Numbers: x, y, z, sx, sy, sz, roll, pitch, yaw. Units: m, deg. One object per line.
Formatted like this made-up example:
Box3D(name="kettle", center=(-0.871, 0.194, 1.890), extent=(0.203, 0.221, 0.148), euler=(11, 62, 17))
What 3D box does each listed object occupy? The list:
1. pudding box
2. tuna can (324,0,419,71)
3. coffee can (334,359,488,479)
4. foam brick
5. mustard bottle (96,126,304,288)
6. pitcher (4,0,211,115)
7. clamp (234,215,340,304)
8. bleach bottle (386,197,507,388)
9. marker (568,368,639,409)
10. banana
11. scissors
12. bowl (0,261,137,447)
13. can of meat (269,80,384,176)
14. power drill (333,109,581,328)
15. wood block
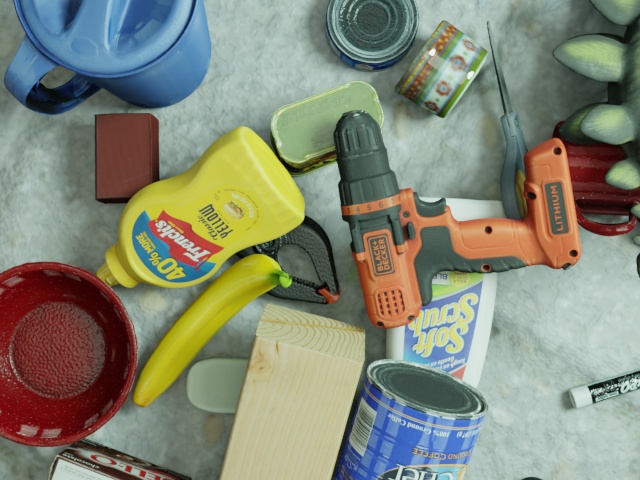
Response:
Box3D(name="pudding box", center=(-0.173, 0.213, 0.928), extent=(0.113, 0.090, 0.039), euler=(18, 88, 1))
Box3D(name="tuna can", center=(0.047, -0.199, 0.971), extent=(0.086, 0.034, 0.086), euler=(0, 88, 0))
Box3D(name="coffee can", center=(0.068, 0.183, 0.876), extent=(0.103, 0.102, 0.140), euler=(16, 104, 0))
Box3D(name="foam brick", center=(-0.173, -0.073, 0.957), extent=(0.051, 0.053, 0.078), euler=(-1, 88, 0))
Box3D(name="mustard bottle", center=(-0.115, -0.012, 0.919), extent=(0.192, 0.058, 0.096), euler=(-30, 117, 17))
Box3D(name="pitcher", center=(-0.160, -0.170, 0.865), extent=(0.149, 0.243, 0.145), euler=(-2, 88, 0))
Box3D(name="clamp", center=(-0.056, 0.001, 0.963), extent=(0.120, 0.039, 0.171), euler=(-38, 90, 16))
Box3D(name="bleach bottle", center=(0.110, 0.089, 0.949), extent=(0.102, 0.068, 0.251), euler=(2, 90, 2))
Box3D(name="marker", center=(0.286, 0.127, 0.968), extent=(0.121, 0.020, 0.020), euler=(-17, 88, -1))
Box3D(name="banana", center=(-0.099, 0.070, 0.940), extent=(0.037, 0.069, 0.198), euler=(42, 113, -14))
Box3D(name="scissors", center=(0.164, -0.091, 0.939), extent=(0.016, 0.096, 0.202), euler=(-15, 99, 30))
Box3D(name="bowl", center=(-0.239, 0.099, 0.949), extent=(0.162, 0.055, 0.162), euler=(0, 88, 0))
Box3D(name="can of meat", center=(0.005, -0.099, 0.943), extent=(0.102, 0.084, 0.057), euler=(-21, 88, -1))
Box3D(name="power drill", center=(0.111, -0.030, 0.880), extent=(0.188, 0.057, 0.184), euler=(-11, 99, 8))
Box3D(name="wood block", center=(-0.032, 0.171, 0.903), extent=(0.091, 0.090, 0.206), euler=(14, 104, 0))
